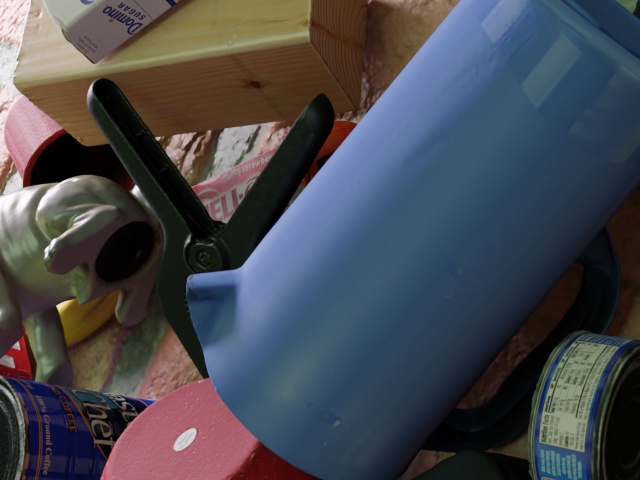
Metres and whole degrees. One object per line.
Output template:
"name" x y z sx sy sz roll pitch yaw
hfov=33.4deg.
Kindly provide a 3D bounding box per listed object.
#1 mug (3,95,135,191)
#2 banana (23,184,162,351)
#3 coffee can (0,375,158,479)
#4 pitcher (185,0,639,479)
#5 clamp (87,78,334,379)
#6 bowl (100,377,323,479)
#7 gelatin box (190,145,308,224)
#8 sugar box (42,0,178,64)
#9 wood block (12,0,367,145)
"mug" -0.187 -0.079 0.812 0.082 0.093 0.117 50 122 44
"banana" -0.162 0.023 0.798 0.198 0.037 0.070 -52 35 14
"coffee can" -0.163 0.145 0.687 0.103 0.140 0.103 -14 68 37
"pitcher" 0.065 -0.003 0.503 0.145 0.149 0.243 51 119 25
"clamp" -0.054 0.001 0.647 0.165 0.036 0.210 1 111 30
"bowl" -0.058 0.122 0.553 0.162 0.055 0.162 -19 32 12
"gelatin box" -0.048 -0.014 0.712 0.089 0.030 0.073 -20 64 35
"sugar box" -0.094 -0.196 0.646 0.176 0.048 0.093 -34 58 7
"wood block" -0.083 -0.129 0.695 0.206 0.090 0.090 -5 66 21
